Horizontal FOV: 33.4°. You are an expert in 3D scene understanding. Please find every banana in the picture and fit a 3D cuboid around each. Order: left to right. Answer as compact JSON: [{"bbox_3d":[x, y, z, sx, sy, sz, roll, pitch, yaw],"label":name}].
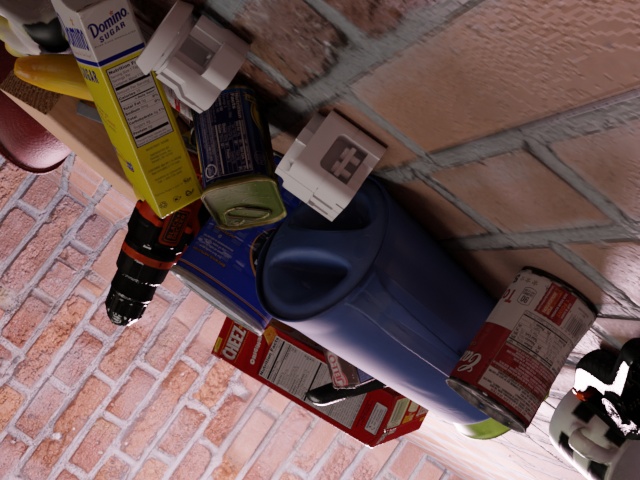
[{"bbox_3d":[-0.181,-0.132,0.947,0.070,0.037,0.197,-11,168,25],"label":"banana"}]

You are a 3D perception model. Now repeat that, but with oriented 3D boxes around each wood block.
[{"bbox_3d":[-0.211,-0.118,1.086,0.091,0.090,0.206,28,168,39],"label":"wood block"}]

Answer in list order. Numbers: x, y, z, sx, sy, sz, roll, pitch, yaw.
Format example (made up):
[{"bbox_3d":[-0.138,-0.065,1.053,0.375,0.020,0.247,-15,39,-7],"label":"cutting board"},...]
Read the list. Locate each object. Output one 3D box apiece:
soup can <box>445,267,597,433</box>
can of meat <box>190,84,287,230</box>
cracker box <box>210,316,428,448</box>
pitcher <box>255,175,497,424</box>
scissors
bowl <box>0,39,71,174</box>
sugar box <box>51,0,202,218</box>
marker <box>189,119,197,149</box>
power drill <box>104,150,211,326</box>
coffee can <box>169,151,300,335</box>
[{"bbox_3d":[0.147,0.079,0.779,0.068,0.102,0.068,34,170,6],"label":"soup can"},{"bbox_3d":[-0.065,-0.064,0.835,0.102,0.057,0.084,70,-171,-72],"label":"can of meat"},{"bbox_3d":[0.008,0.144,1.189,0.214,0.072,0.164,27,-171,21],"label":"cracker box"},{"bbox_3d":[0.074,0.065,0.882,0.145,0.149,0.242,-18,138,37],"label":"pitcher"},{"bbox_3d":[-0.129,-0.091,0.975,0.202,0.016,0.096,21,-172,17],"label":"scissors"},{"bbox_3d":[-0.292,-0.153,1.127,0.055,0.162,0.162,-10,147,25],"label":"bowl"},{"bbox_3d":[-0.147,-0.112,0.805,0.093,0.048,0.176,41,157,53],"label":"sugar box"},{"bbox_3d":[-0.106,-0.097,0.939,0.020,0.020,0.121,38,-173,-14],"label":"marker"},{"bbox_3d":[-0.110,0.011,1.061,0.187,0.184,0.057,12,-160,-44],"label":"power drill"},{"bbox_3d":[-0.056,0.001,0.981,0.103,0.140,0.103,34,170,6],"label":"coffee can"}]
